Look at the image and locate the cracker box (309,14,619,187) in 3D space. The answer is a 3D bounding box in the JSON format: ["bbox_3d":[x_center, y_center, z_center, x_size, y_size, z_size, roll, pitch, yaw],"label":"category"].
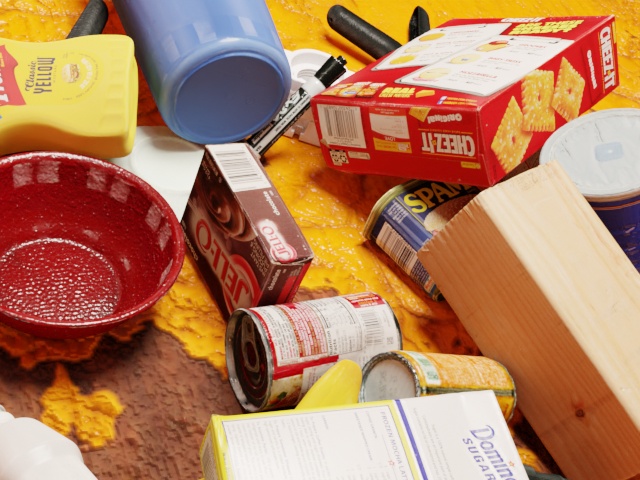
[{"bbox_3d":[0.123,-0.120,0.875,0.164,0.072,0.213,9,32,40],"label":"cracker box"}]

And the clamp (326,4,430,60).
[{"bbox_3d":[0.079,-0.174,1.028,0.120,0.039,0.171,-4,48,-24],"label":"clamp"}]

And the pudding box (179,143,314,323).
[{"bbox_3d":[-0.055,0.001,0.749,0.039,0.090,0.113,-8,53,-31],"label":"pudding box"}]

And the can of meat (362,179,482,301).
[{"bbox_3d":[0.099,-0.006,0.849,0.101,0.057,0.084,-25,62,-38],"label":"can of meat"}]

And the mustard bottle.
[{"bbox_3d":[-0.232,-0.105,0.779,0.191,0.058,0.096,-1,61,-4],"label":"mustard bottle"}]

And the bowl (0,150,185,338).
[{"bbox_3d":[-0.175,0.013,0.719,0.162,0.055,0.162,11,43,-11],"label":"bowl"}]

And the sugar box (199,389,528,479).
[{"bbox_3d":[0.027,0.139,0.599,0.176,0.048,0.093,0,48,-20],"label":"sugar box"}]

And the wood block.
[{"bbox_3d":[0.172,0.060,0.741,0.090,0.091,0.206,-24,75,-37],"label":"wood block"}]

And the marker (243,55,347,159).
[{"bbox_3d":[-0.023,-0.107,0.876,0.121,0.020,0.020,-45,66,-1],"label":"marker"}]

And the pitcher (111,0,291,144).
[{"bbox_3d":[-0.103,-0.205,0.885,0.145,0.149,0.243,-21,54,-4],"label":"pitcher"}]

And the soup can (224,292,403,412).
[{"bbox_3d":[-0.004,0.073,0.715,0.102,0.069,0.068,-7,49,-28],"label":"soup can"}]

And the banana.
[{"bbox_3d":[-0.048,0.135,0.634,0.197,0.037,0.069,-20,81,-23],"label":"banana"}]
